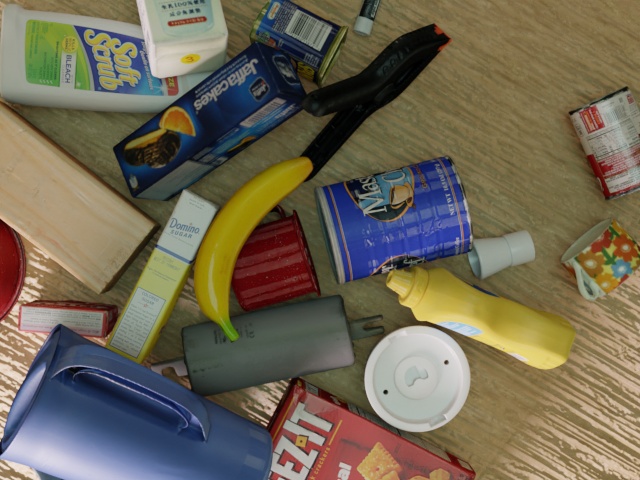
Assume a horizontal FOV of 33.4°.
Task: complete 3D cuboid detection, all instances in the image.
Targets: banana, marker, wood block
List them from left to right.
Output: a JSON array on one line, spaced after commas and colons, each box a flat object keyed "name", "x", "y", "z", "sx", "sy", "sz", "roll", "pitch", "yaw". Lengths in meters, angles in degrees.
[{"name": "wood block", "x": -0.271, "y": -0.044, "z": 1.075, "sx": 0.206, "sy": 0.091, "sz": 0.090, "roll": 39, "pitch": 88, "yaw": -3}, {"name": "banana", "x": -0.075, "y": -0.003, "z": 1.039, "sx": 0.069, "sy": 0.037, "sz": 0.198, "roll": 25, "pitch": 79, "yaw": -9}, {"name": "marker", "x": 0.062, "y": -0.275, "z": 1.122, "sx": 0.020, "sy": 0.020, "sz": 0.121, "roll": 19, "pitch": 90, "yaw": -3}]

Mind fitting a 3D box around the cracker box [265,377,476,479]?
[{"name": "cracker box", "x": 0.030, "y": 0.262, "z": 1.105, "sx": 0.213, "sy": 0.072, "sz": 0.164, "roll": 27, "pitch": 89, "yaw": -2}]

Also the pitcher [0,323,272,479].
[{"name": "pitcher", "x": -0.166, "y": 0.181, "z": 1.005, "sx": 0.242, "sy": 0.149, "sz": 0.145, "roll": 26, "pitch": 93, "yaw": -17}]

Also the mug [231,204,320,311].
[{"name": "mug", "x": -0.054, "y": 0.014, "z": 1.094, "sx": 0.081, "sy": 0.093, "sz": 0.117, "roll": -17, "pitch": 63, "yaw": 2}]

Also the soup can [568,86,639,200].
[{"name": "soup can", "x": 0.309, "y": -0.101, "z": 1.113, "sx": 0.068, "sy": 0.068, "sz": 0.102, "roll": -24, "pitch": 92, "yaw": -2}]

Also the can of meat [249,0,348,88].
[{"name": "can of meat", "x": -0.023, "y": -0.203, "z": 1.079, "sx": 0.084, "sy": 0.102, "sz": 0.057, "roll": 28, "pitch": 88, "yaw": -1}]

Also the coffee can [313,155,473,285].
[{"name": "coffee can", "x": 0.073, "y": -0.021, "z": 1.086, "sx": 0.140, "sy": 0.103, "sz": 0.103, "roll": -14, "pitch": 92, "yaw": -3}]

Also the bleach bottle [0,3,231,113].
[{"name": "bleach bottle", "x": -0.195, "y": -0.182, "z": 1.092, "sx": 0.250, "sy": 0.068, "sz": 0.102, "roll": 2, "pitch": 87, "yaw": -6}]

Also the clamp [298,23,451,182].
[{"name": "clamp", "x": 0.050, "y": -0.154, "z": 1.068, "sx": 0.210, "sy": 0.164, "sz": 0.036, "roll": -42, "pitch": 79, "yaw": -11}]

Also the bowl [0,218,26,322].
[{"name": "bowl", "x": -0.387, "y": 0.027, "z": 1.089, "sx": 0.162, "sy": 0.055, "sz": 0.162, "roll": 0, "pitch": 91, "yaw": -3}]

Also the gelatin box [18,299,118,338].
[{"name": "gelatin box", "x": -0.255, "y": 0.078, "z": 1.087, "sx": 0.089, "sy": 0.073, "sz": 0.030, "roll": 4, "pitch": 91, "yaw": -3}]

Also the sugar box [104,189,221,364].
[{"name": "sugar box", "x": -0.156, "y": 0.035, "z": 1.081, "sx": 0.048, "sy": 0.093, "sz": 0.176, "roll": 29, "pitch": 90, "yaw": -4}]

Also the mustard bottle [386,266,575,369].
[{"name": "mustard bottle", "x": 0.154, "y": 0.072, "z": 1.080, "sx": 0.191, "sy": 0.096, "sz": 0.058, "roll": 22, "pitch": 86, "yaw": -13}]
